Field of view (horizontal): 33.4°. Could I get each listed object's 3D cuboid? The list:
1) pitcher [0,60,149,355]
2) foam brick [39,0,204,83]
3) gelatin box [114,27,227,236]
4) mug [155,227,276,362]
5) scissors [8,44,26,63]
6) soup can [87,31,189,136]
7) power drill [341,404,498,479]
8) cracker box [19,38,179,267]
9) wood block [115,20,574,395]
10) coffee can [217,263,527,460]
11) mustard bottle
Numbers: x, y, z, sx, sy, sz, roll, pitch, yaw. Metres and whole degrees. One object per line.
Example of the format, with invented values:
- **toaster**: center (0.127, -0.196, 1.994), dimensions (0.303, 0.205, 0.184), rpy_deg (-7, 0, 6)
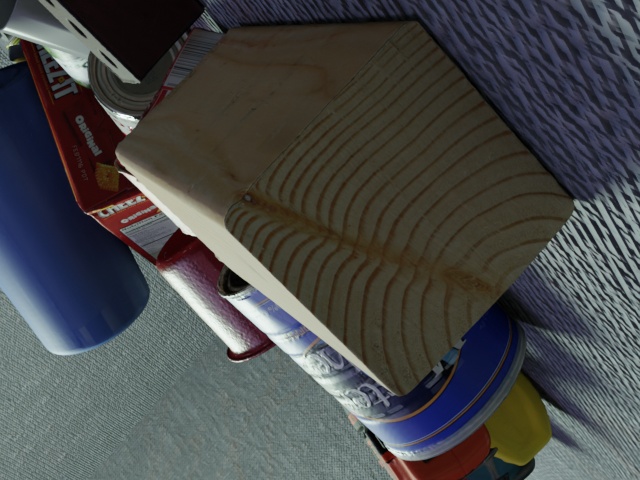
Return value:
- **pitcher**: center (-0.244, -0.029, 0.933), dimensions (0.243, 0.149, 0.145), rpy_deg (64, 168, -25)
- **foam brick**: center (-0.108, -0.126, 0.545), dimensions (0.078, 0.051, 0.053), rpy_deg (44, 173, -20)
- **gelatin box**: center (-0.061, -0.055, 0.563), dimensions (0.030, 0.089, 0.073), rpy_deg (17, 162, 31)
- **mug**: center (-0.043, 0.014, 0.673), dimensions (0.081, 0.093, 0.117), rpy_deg (49, 142, -16)
- **scissors**: center (-0.239, -0.169, 1.005), dimensions (0.202, 0.096, 0.016), rpy_deg (-177, 81, -79)
- **soup can**: center (-0.098, -0.091, 0.663), dimensions (0.068, 0.068, 0.102), rpy_deg (41, 174, 12)
- **power drill**: center (0.053, 0.115, 0.753), dimensions (0.184, 0.057, 0.187), rpy_deg (53, 172, 14)
- **cracker box**: center (-0.166, -0.077, 0.913), dimensions (0.213, 0.072, 0.164), rpy_deg (60, -174, -75)
- **wood block**: center (-0.007, -0.026, 0.431), dimensions (0.090, 0.090, 0.206), rpy_deg (45, 174, -22)
- **coffee can**: center (0.029, 0.037, 0.584), dimensions (0.140, 0.103, 0.103), rpy_deg (44, 174, -17)
- **mustard bottle**: center (0.101, 0.106, 0.829), dimensions (0.096, 0.058, 0.192), rpy_deg (47, 173, -15)
